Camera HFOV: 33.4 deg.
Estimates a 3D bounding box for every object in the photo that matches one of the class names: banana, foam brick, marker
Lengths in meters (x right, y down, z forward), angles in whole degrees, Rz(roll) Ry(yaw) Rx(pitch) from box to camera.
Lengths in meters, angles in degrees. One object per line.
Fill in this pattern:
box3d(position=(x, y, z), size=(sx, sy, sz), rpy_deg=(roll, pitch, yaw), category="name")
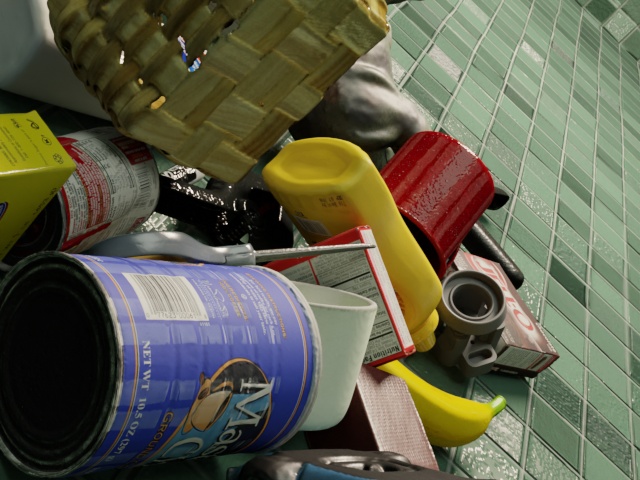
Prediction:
box3d(position=(0.048, 0.091, 0.746), size=(0.197, 0.037, 0.069), rpy_deg=(36, 32, -15), category="banana")
box3d(position=(0.029, 0.123, 0.658), size=(0.051, 0.053, 0.078), rpy_deg=(22, 35, -38), category="foam brick")
box3d(position=(-0.111, -0.034, 0.720), size=(0.020, 0.020, 0.121), rpy_deg=(45, 26, 1), category="marker")

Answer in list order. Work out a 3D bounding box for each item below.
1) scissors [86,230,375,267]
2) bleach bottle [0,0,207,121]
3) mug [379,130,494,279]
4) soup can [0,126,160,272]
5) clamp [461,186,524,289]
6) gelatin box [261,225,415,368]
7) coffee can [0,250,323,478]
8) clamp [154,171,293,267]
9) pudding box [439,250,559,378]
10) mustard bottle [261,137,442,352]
box3d(position=(-0.051, 0.006, 0.599), size=(0.201, 0.096, 0.016), rpy_deg=(-9, 77, -16), category="scissors")
box3d(position=(-0.126, -0.125, 0.783), size=(0.250, 0.068, 0.102), rpy_deg=(14, 44, -49), category="bleach bottle")
box3d(position=(0.083, -0.021, 0.823), size=(0.093, 0.081, 0.117), rpy_deg=(19, -31, 42), category="mug")
box3d(position=(-0.144, -0.026, 0.607), size=(0.068, 0.069, 0.102), rpy_deg=(48, 26, 6), category="soup can")
box3d(position=(0.117, -0.042, 1.039), size=(0.209, 0.036, 0.164), rpy_deg=(30, 29, -23), category="clamp")
box3d(position=(0.012, 0.044, 0.694), size=(0.089, 0.073, 0.030), rpy_deg=(69, 19, 5), category="gelatin box")
box3d(position=(-0.081, 0.060, 0.533), size=(0.140, 0.103, 0.103), rpy_deg=(6, 45, -51), category="coffee can")
box3d(position=(-0.055, 0.001, 0.732), size=(0.120, 0.039, 0.171), rpy_deg=(65, 26, 2), category="clamp")
box3d(position=(0.147, 0.063, 0.928), size=(0.089, 0.039, 0.113), rpy_deg=(15, 39, -47), category="pudding box")
box3d(position=(0.037, 0.014, 0.773), size=(0.096, 0.058, 0.191), rpy_deg=(14, -34, 48), category="mustard bottle")
